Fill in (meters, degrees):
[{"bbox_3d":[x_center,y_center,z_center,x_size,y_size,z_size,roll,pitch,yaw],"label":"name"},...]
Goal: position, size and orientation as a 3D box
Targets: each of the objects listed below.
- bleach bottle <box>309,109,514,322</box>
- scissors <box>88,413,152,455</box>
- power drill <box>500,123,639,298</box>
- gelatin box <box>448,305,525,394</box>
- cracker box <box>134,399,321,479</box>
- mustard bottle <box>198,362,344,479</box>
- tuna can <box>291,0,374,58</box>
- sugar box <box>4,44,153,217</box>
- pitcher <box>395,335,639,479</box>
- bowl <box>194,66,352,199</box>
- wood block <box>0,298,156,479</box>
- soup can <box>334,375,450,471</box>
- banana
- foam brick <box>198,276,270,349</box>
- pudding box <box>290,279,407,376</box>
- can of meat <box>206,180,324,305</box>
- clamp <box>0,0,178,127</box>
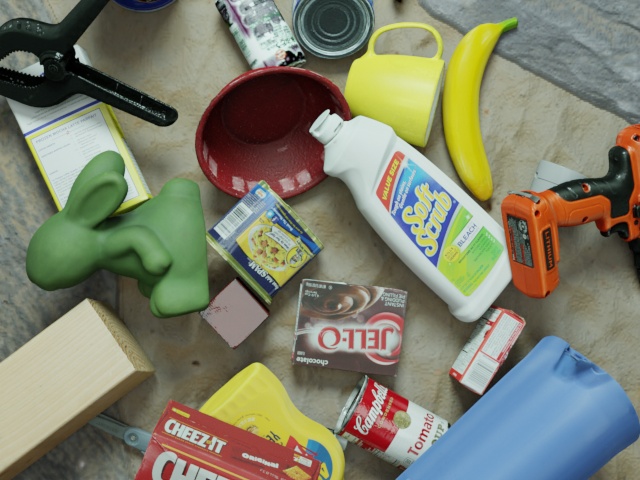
[{"bbox_3d":[0.086,-0.033,1.073,0.250,0.068,0.102,40,87,-14],"label":"bleach bottle"},{"bbox_3d":[-0.191,0.227,1.123,0.202,0.016,0.096,9,95,5],"label":"scissors"},{"bbox_3d":[0.278,-0.008,1.073,0.187,0.057,0.184,-21,108,-22],"label":"power drill"},{"bbox_3d":[0.171,0.111,1.098,0.030,0.073,0.089,32,89,-2],"label":"gelatin box"},{"bbox_3d":[-0.115,0.287,1.059,0.164,0.072,0.214,22,115,-1],"label":"cracker box"},{"bbox_3d":[-0.033,0.221,1.089,0.096,0.058,0.191,-42,101,9],"label":"mustard bottle"},{"bbox_3d":[0.013,-0.230,1.093,0.086,0.033,0.086,-1,128,-1],"label":"tuna can"},{"bbox_3d":[-0.252,-0.103,1.107,0.093,0.048,0.176,-24,87,-1],"label":"sugar box"},{"bbox_3d":[0.182,0.221,1.039,0.242,0.145,0.149,-37,97,-16],"label":"pitcher"},{"bbox_3d":[-0.052,-0.118,1.081,0.162,0.055,0.162,-10,132,-11],"label":"bowl"},{"bbox_3d":[-0.282,0.158,1.079,0.206,0.090,0.091,-37,82,0],"label":"wood block"},{"bbox_3d":[0.074,0.193,1.100,0.102,0.068,0.068,29,90,-1],"label":"soup can"},{"bbox_3d":[0.161,-0.143,1.116,0.069,0.037,0.198,9,90,0],"label":"banana"},{"bbox_3d":[-0.087,0.073,1.093,0.051,0.078,0.053,-43,91,-2],"label":"foam brick"},{"bbox_3d":[0.030,0.090,1.113,0.113,0.039,0.090,7,90,-1],"label":"pudding box"},{"bbox_3d":[-0.057,0.001,1.088,0.084,0.057,0.102,-44,125,-3],"label":"can of meat"},{"bbox_3d":[-0.251,-0.184,1.033,0.210,0.036,0.164,3,128,13],"label":"clamp"}]
